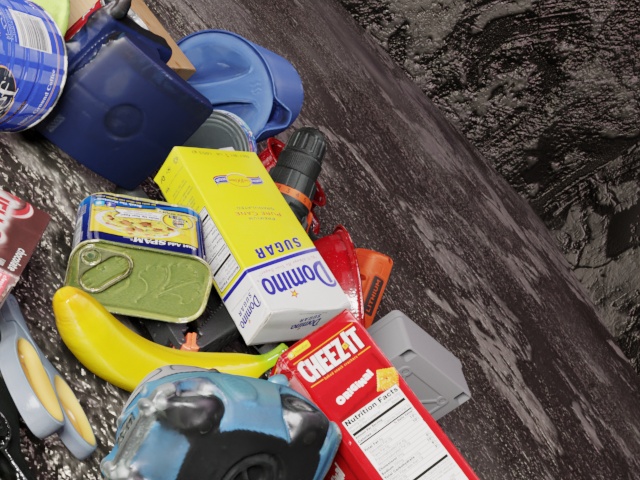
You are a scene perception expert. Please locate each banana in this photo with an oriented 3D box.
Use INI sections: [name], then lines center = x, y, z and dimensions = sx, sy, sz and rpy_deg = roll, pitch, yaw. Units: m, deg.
[banana]
center = -0.111, 0.077, 0.733
dimensions = 0.197, 0.070, 0.037
rpy_deg = 19, 18, -44

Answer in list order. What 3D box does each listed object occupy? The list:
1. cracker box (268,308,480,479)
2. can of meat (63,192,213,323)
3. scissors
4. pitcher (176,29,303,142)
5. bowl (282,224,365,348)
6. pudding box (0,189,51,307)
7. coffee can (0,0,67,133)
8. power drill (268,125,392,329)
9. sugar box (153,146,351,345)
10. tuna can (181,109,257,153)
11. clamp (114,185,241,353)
[cracker box]
center = 0.043, 0.176, 0.785
dimensions = 0.214, 0.072, 0.164
rpy_deg = 52, -23, 13
[can of meat]
center = -0.134, 0.010, 0.786
dimensions = 0.102, 0.057, 0.084
rpy_deg = 10, 28, -15
[scissors]
center = -0.182, 0.061, 0.660
dimensions = 0.202, 0.016, 0.096
rpy_deg = 52, -7, 51
[pitcher]
center = -0.103, -0.173, 1.234
dimensions = 0.149, 0.145, 0.242
rpy_deg = 63, 12, -2
[bowl]
center = -0.003, 0.068, 0.940
dimensions = 0.162, 0.055, 0.162
rpy_deg = 177, -90, -81
[pudding box]
center = -0.214, -0.005, 0.627
dimensions = 0.090, 0.039, 0.113
rpy_deg = 28, 18, -13
[coffee can]
center = -0.254, -0.129, 0.729
dimensions = 0.103, 0.103, 0.140
rpy_deg = 54, 16, 10
[power drill]
center = -0.003, 0.004, 1.058
dimensions = 0.057, 0.184, 0.187
rpy_deg = 7, -23, 42
[sugar box]
center = -0.055, 0.001, 0.863
dimensions = 0.093, 0.048, 0.176
rpy_deg = -2, 47, -46
[tuna can]
center = -0.108, -0.090, 1.079
dimensions = 0.086, 0.086, 0.033
rpy_deg = 52, 14, 1
[clamp]
center = -0.091, 0.031, 0.871
dimensions = 0.164, 0.036, 0.210
rpy_deg = 14, 34, -18
